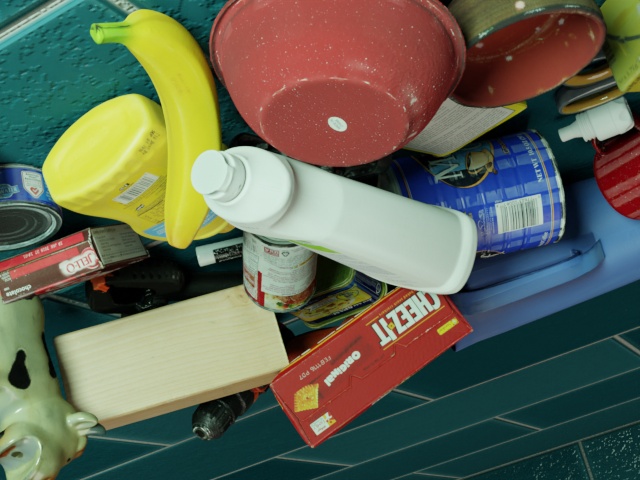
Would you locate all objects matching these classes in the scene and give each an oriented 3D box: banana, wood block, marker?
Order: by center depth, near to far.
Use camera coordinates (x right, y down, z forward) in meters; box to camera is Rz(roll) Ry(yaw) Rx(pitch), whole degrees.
[{"bbox_3d":[-0.096,-0.079,0.696,0.069,0.037,0.198,-33,140,-17],"label":"banana"},{"bbox_3d":[-0.057,0.001,1.003,0.121,0.020,0.020,-13,158,-3],"label":"marker"},{"bbox_3d":[-0.141,0.114,1.033,0.206,0.091,0.090,-16,167,-7],"label":"wood block"}]

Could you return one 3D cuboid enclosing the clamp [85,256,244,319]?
[{"bbox_3d":[-0.153,0.047,1.029,0.164,0.036,0.210,-19,162,8],"label":"clamp"}]

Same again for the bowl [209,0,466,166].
[{"bbox_3d":[0.009,-0.093,0.658,0.162,0.055,0.162,3,150,1],"label":"bowl"}]

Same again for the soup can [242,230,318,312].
[{"bbox_3d":[-0.035,0.008,0.943,0.068,0.068,0.102,-10,144,-11],"label":"soup can"}]

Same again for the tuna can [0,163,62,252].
[{"bbox_3d":[-0.240,-0.023,0.808,0.086,0.034,0.086,-13,158,-5],"label":"tuna can"}]

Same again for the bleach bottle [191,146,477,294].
[{"bbox_3d":[0.009,-0.017,0.748,0.103,0.068,0.250,10,175,37],"label":"bleach bottle"}]

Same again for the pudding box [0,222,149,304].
[{"bbox_3d":[-0.202,0.017,0.874,0.090,0.039,0.113,-19,-177,11],"label":"pudding box"}]

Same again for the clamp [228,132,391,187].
[{"bbox_3d":[0.012,-0.055,0.840,0.120,0.039,0.171,9,178,19],"label":"clamp"}]

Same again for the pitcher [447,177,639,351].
[{"bbox_3d":[0.222,0.015,1.062,0.243,0.149,0.145,-19,143,1],"label":"pitcher"}]

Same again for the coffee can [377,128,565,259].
[{"bbox_3d":[0.127,-0.033,0.925,0.140,0.103,0.103,-13,158,-5],"label":"coffee can"}]

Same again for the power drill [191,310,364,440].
[{"bbox_3d":[-0.036,0.141,1.152,0.188,0.057,0.184,-13,-153,36],"label":"power drill"}]

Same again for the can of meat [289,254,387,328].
[{"bbox_3d":[0.005,0.044,1.099,0.102,0.057,0.083,-22,156,18],"label":"can of meat"}]

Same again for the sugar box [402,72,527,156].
[{"bbox_3d":[0.058,-0.109,0.774,0.175,0.048,0.094,11,150,-41],"label":"sugar box"}]

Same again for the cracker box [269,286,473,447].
[{"bbox_3d":[0.042,0.107,0.960,0.164,0.072,0.213,-36,173,-4],"label":"cracker box"}]

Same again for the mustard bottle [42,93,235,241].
[{"bbox_3d":[-0.112,-0.042,0.807,0.096,0.058,0.191,-37,152,15],"label":"mustard bottle"}]
